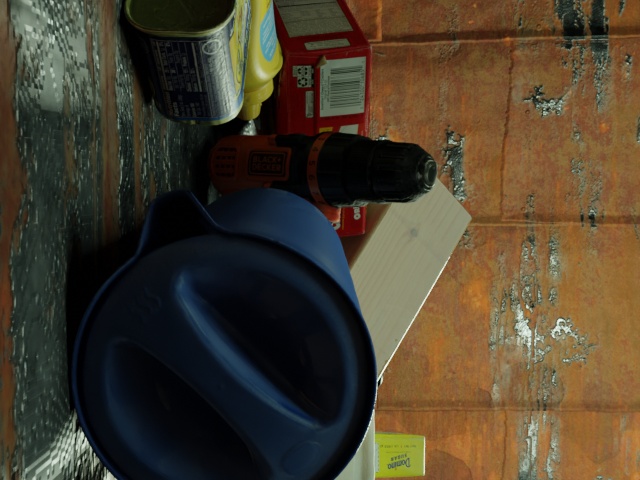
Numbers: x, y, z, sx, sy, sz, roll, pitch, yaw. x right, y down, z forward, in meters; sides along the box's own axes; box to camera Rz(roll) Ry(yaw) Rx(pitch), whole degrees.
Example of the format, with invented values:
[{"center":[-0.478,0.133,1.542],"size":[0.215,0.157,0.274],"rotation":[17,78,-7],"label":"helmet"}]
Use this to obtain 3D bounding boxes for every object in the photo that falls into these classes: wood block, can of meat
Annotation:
[{"center":[0.028,0.035,0.899],"size":[0.090,0.090,0.206],"rotation":[44,69,-32],"label":"wood block"},{"center":[-0.069,-0.127,0.594],"size":[0.084,0.057,0.102],"rotation":[87,6,-60],"label":"can of meat"}]

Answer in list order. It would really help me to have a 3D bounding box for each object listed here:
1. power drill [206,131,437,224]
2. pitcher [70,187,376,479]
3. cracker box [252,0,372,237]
[{"center":[-0.009,0.017,0.737],"size":[0.057,0.185,0.187],"rotation":[11,86,-51],"label":"power drill"},{"center":[-0.037,0.050,0.574],"size":[0.149,0.145,0.243],"rotation":[-63,-177,10],"label":"pitcher"},{"center":[-0.016,-0.125,0.883],"size":[0.214,0.072,0.164],"rotation":[-110,-163,-54],"label":"cracker box"}]
